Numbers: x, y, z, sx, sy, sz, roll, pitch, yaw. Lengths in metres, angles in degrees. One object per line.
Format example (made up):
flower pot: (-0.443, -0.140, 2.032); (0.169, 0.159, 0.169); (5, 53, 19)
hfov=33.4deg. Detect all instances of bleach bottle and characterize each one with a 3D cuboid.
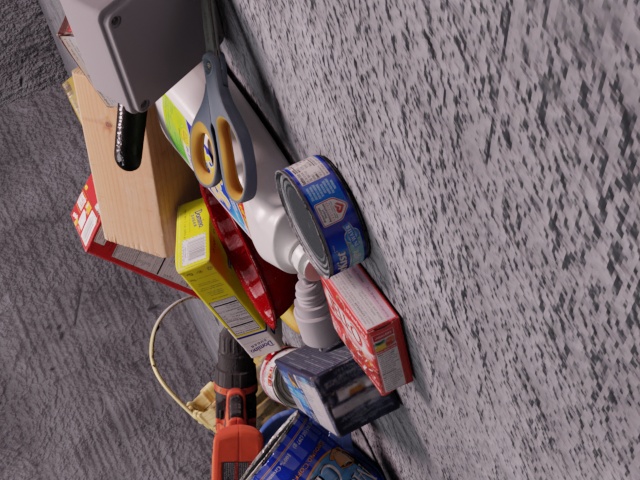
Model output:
bleach bottle: (-0.062, -0.060, 0.894); (0.251, 0.068, 0.102); (51, 157, 40)

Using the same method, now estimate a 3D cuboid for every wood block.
wood block: (-0.185, -0.096, 1.131); (0.091, 0.090, 0.206); (16, 130, 24)

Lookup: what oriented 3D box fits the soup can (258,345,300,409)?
soup can: (-0.029, 0.153, 1.195); (0.068, 0.068, 0.102); (65, 169, -1)

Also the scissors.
scissors: (-0.090, -0.126, 0.837); (0.096, 0.016, 0.202); (-13, 91, 57)

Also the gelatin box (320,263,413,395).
gelatin box: (0.032, 0.061, 0.801); (0.089, 0.030, 0.073); (53, 164, 45)

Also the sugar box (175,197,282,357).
sugar box: (-0.095, 0.042, 1.156); (0.176, 0.048, 0.093); (52, -155, -45)

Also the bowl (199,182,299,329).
bowl: (-0.057, 0.001, 1.018); (0.162, 0.055, 0.162); (60, 168, 21)

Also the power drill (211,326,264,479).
power drill: (-0.093, 0.204, 1.205); (0.187, 0.057, 0.184); (-102, 11, -71)

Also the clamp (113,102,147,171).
clamp: (-0.161, -0.178, 0.955); (0.210, 0.036, 0.164); (80, -156, -46)

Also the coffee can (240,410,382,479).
coffee can: (0.000, 0.252, 1.061); (0.140, 0.102, 0.103); (39, 168, 1)

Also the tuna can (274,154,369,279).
tuna can: (0.001, -0.017, 0.763); (0.086, 0.033, 0.086); (60, 168, 21)

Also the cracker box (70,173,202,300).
cracker box: (-0.191, 0.002, 1.323); (0.213, 0.072, 0.164); (24, -173, -23)
